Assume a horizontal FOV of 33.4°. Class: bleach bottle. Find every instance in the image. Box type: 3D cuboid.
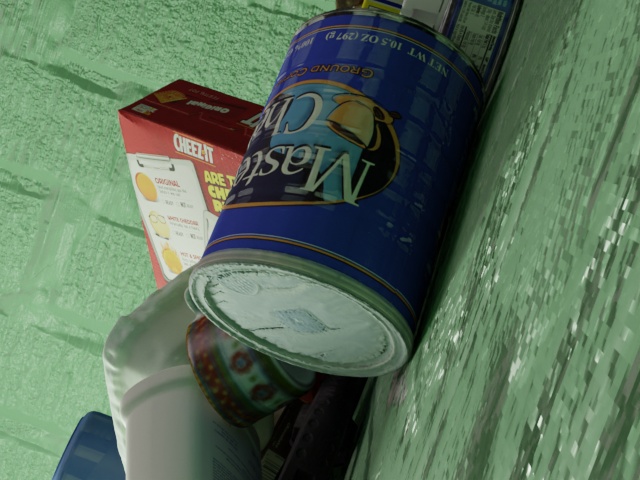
[{"bbox_3d":[-0.071,0.191,0.598,0.102,0.068,0.251,55,-165,-34],"label":"bleach bottle"}]

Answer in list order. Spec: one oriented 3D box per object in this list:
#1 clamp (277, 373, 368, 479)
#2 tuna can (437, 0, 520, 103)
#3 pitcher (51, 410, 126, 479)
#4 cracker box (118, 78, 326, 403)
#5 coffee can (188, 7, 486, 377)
[{"bbox_3d":[0.001,0.121,0.641,0.171,0.039,0.120,-57,-19,-55],"label":"clamp"},{"bbox_3d":[0.076,-0.101,0.561,0.086,0.034,0.086,23,-93,-88],"label":"tuna can"},{"bbox_3d":[-0.145,0.259,1.090,0.149,0.242,0.145,135,158,-80],"label":"pitcher"},{"bbox_3d":[-0.055,0.001,0.802,0.072,0.164,0.214,-37,-45,-37],"label":"cracker box"},{"bbox_3d":[0.011,-0.022,0.499,0.103,0.103,0.140,106,-176,-63],"label":"coffee can"}]
